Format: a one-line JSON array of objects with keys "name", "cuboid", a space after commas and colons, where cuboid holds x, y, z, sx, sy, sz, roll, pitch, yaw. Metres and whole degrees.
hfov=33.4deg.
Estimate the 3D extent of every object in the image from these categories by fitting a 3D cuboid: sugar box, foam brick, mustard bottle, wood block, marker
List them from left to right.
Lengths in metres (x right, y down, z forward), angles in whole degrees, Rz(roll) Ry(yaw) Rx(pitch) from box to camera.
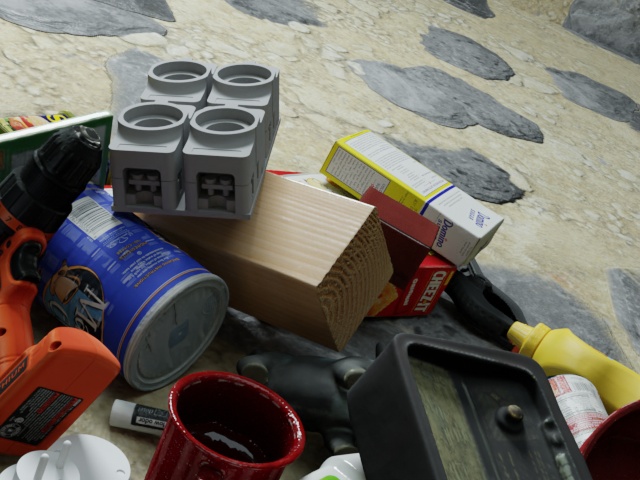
[{"name": "marker", "cuboid": [-0.088, 0.134, 0.753, 0.121, 0.020, 0.020, 12, 26, -1]}, {"name": "wood block", "cuboid": [-0.056, 0.002, 0.880, 0.206, 0.090, 0.090, 19, 59, 29]}, {"name": "foam brick", "cuboid": [0.059, -0.003, 0.969, 0.078, 0.053, 0.051, 31, 29, 0]}, {"name": "sugar box", "cuboid": [0.094, -0.045, 1.089, 0.176, 0.048, 0.093, 37, 26, 13]}, {"name": "mustard bottle", "cuboid": [0.261, 0.135, 1.005, 0.192, 0.058, 0.096, 34, -8, 21]}]

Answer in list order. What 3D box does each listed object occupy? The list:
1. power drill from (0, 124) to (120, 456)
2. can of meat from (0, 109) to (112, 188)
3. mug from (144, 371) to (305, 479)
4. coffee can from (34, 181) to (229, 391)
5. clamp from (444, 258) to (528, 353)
[{"name": "power drill", "cuboid": [-0.192, 0.034, 0.715, 0.057, 0.185, 0.188, 25, 26, -41]}, {"name": "can of meat", "cuboid": [-0.255, -0.077, 1.000, 0.102, 0.057, 0.083, 39, 32, 29]}, {"name": "mug", "cuboid": [-0.069, 0.151, 0.687, 0.093, 0.082, 0.117, 23, 25, -1]}, {"name": "coffee can", "cuboid": [-0.155, 0.033, 0.816, 0.140, 0.103, 0.102, 36, 28, 23]}, {"name": "clamp", "cuboid": [0.150, 0.050, 1.119, 0.120, 0.039, 0.172, 4, 32, -35]}]
